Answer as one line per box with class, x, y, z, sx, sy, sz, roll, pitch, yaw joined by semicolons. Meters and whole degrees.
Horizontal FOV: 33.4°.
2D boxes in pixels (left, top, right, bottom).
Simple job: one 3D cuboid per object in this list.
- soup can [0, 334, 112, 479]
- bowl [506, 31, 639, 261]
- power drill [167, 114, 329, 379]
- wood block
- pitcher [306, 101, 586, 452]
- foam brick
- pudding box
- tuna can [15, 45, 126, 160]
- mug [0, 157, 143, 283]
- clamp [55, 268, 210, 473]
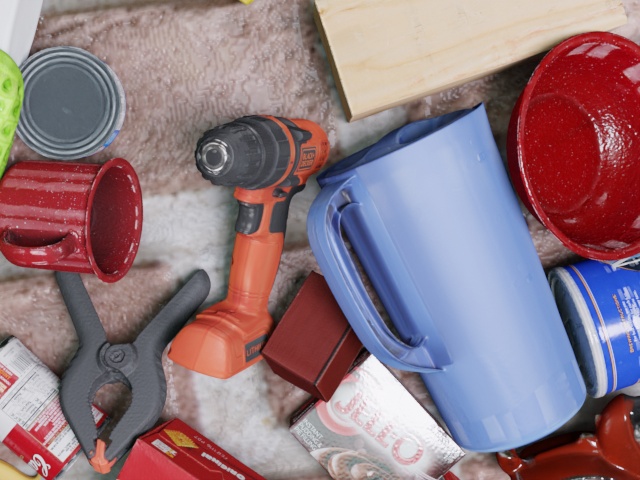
soup can;-0.221;0.130;0.823;0.102;0.068;0.068;42;93;-3
bowl;0.188;-0.066;0.769;0.161;0.055;0.162;1;89;-29
power drill;-0.055;0.001;0.768;0.057;0.184;0.188;20;103;17
wood block;0.106;-0.164;0.793;0.206;0.091;0.090;-18;94;1
pitcher;0.096;0.034;0.788;0.149;0.145;0.243;-24;98;8
foam brick;-0.001;0.074;0.812;0.051;0.053;0.078;26;72;20
pudding box;0.044;0.155;0.843;0.090;0.039;0.113;-43;94;2
tuna can;-0.194;-0.105;0.821;0.086;0.034;0.086;0;95;-1
mug;-0.191;-0.012;0.784;0.081;0.117;0.093;5;119;15
clamp;-0.161;0.086;0.807;0.120;0.039;0.171;11;61;8
